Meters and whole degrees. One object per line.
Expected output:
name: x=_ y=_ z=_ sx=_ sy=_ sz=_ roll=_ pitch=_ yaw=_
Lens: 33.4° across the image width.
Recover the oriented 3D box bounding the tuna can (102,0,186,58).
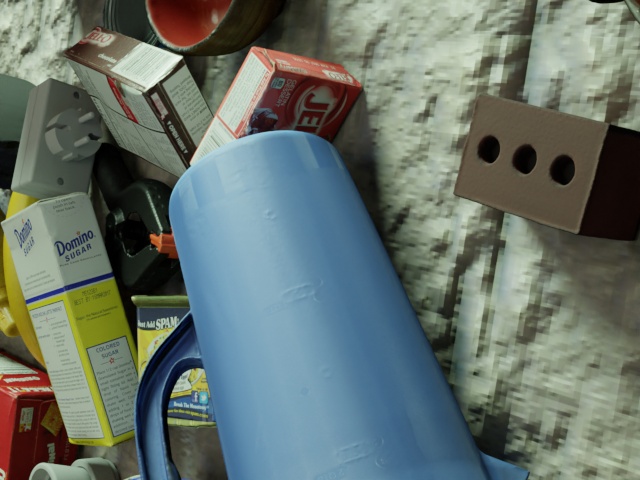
tuna can: x=-0.122 y=-0.169 z=0.779 sx=0.086 sy=0.033 sz=0.086 roll=-4 pitch=84 yaw=46

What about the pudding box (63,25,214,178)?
pudding box: x=-0.118 y=-0.092 z=0.731 sx=0.039 sy=0.090 sz=0.114 roll=-42 pitch=42 yaw=-17

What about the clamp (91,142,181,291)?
clamp: x=-0.138 y=-0.017 z=0.775 sx=0.172 sy=0.039 sz=0.120 roll=-3 pitch=90 yaw=54

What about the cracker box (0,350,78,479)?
cracker box: x=-0.289 y=0.180 z=0.905 sx=0.214 sy=0.071 sz=0.164 roll=14 pitch=98 yaw=45

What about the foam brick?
foam brick: x=0.112 y=-0.036 z=0.510 sx=0.078 sy=0.051 sz=0.053 roll=22 pitch=103 yaw=45

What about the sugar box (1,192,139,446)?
sugar box: x=-0.174 y=0.058 z=0.770 sx=0.094 sy=0.048 sz=0.176 roll=-14 pitch=90 yaw=57

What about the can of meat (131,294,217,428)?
can of meat: x=-0.078 y=0.077 z=0.700 sx=0.102 sy=0.057 sz=0.084 roll=-4 pitch=87 yaw=47

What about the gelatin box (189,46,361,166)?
gelatin box: x=-0.026 y=-0.069 z=0.642 sx=0.030 sy=0.073 sz=0.089 roll=52 pitch=122 yaw=34

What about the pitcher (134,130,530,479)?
pitcher: x=-0.013 y=0.067 z=0.573 sx=0.145 sy=0.149 sz=0.243 roll=-43 pitch=55 yaw=36

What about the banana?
banana: x=-0.217 y=0.010 z=0.841 sx=0.037 sy=0.069 sz=0.198 roll=11 pitch=95 yaw=50
